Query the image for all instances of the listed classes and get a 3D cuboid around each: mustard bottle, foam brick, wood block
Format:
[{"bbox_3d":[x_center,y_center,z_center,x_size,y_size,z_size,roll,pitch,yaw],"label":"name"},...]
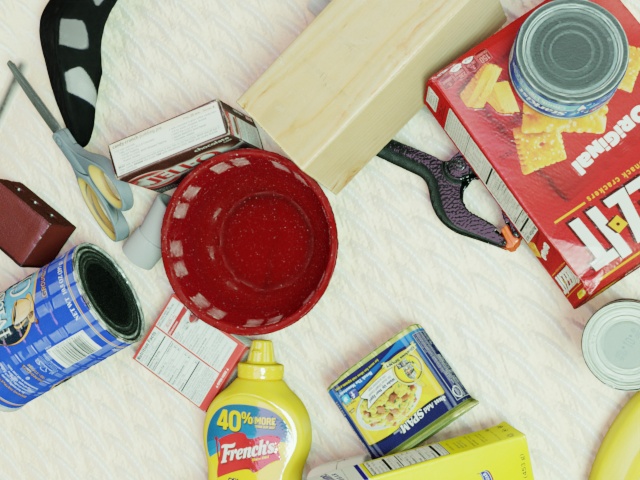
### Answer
[{"bbox_3d":[-0.056,0.183,0.931,0.096,0.058,0.191,2,88,21],"label":"mustard bottle"},{"bbox_3d":[-0.283,-0.016,1.012,0.078,0.053,0.051,37,98,14],"label":"foam brick"},{"bbox_3d":[0.044,-0.149,0.876,0.206,0.090,0.090,-45,70,6],"label":"wood block"}]

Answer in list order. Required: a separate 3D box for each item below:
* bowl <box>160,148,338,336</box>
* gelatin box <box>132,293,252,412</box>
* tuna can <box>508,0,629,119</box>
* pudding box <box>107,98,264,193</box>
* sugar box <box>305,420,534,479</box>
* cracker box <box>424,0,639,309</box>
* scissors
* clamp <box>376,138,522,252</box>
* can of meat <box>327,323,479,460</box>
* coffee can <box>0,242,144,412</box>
[{"bbox_3d":[-0.056,0.001,0.938,0.162,0.055,0.162,0,91,16],"label":"bowl"},{"bbox_3d":[-0.115,0.100,0.968,0.089,0.030,0.073,34,98,15],"label":"gelatin box"},{"bbox_3d":[0.186,-0.136,0.799,0.086,0.034,0.086,-1,78,3],"label":"tuna can"},{"bbox_3d":[-0.118,-0.081,0.946,0.113,0.090,0.039,-23,80,14],"label":"pudding box"},{"bbox_3d":[0.084,0.214,0.849,0.176,0.048,0.093,-15,99,-13],"label":"sugar box"},{"bbox_3d":[0.208,-0.081,0.840,0.164,0.072,0.214,-33,77,-4],"label":"cracker box"},{"bbox_3d":[-0.226,-0.092,0.977,0.202,0.016,0.096,61,148,-3],"label":"scissors"},{"bbox_3d":[0.124,-0.071,0.902,0.120,0.039,0.171,-45,76,13],"label":"clamp"},{"bbox_3d":[0.067,0.131,0.898,0.102,0.057,0.084,-37,76,12],"label":"can of meat"},{"bbox_3d":[-0.246,0.079,0.969,0.140,0.102,0.103,-30,80,13],"label":"coffee can"}]
